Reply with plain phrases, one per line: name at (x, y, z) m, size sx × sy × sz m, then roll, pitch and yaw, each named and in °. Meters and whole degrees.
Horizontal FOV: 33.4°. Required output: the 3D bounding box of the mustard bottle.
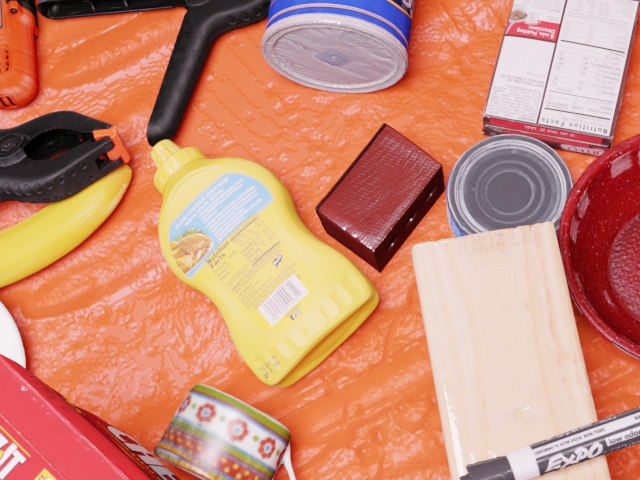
mustard bottle at (-0.055, 0.001, 0.728) m, size 0.096 × 0.058 × 0.192 m, roll -44°, pitch 70°, yaw 6°

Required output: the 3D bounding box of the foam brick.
foam brick at (0.042, -0.028, 0.726) m, size 0.051 × 0.053 × 0.078 m, roll 36°, pitch 81°, yaw 18°

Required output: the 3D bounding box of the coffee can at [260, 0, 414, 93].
coffee can at (0.019, -0.190, 0.758) m, size 0.103 × 0.103 × 0.140 m, roll 5°, pitch 72°, yaw 11°

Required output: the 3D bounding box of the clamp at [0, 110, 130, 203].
clamp at (-0.224, -0.063, 0.775) m, size 0.171 × 0.039 × 0.120 m, roll -14°, pitch 55°, yaw 3°

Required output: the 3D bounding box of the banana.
banana at (-0.226, -0.001, 0.768) m, size 0.198 × 0.037 × 0.069 m, roll -17°, pitch 70°, yaw 3°

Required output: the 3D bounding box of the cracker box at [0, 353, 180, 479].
cracker box at (-0.112, 0.158, 0.602) m, size 0.164 × 0.213 × 0.072 m, roll 38°, pitch 79°, yaw 18°

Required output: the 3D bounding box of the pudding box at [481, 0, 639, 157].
pudding box at (0.168, -0.120, 0.745) m, size 0.090 × 0.039 × 0.113 m, roll 13°, pitch 76°, yaw 12°

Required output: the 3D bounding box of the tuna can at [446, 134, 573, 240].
tuna can at (0.128, -0.028, 0.722) m, size 0.086 × 0.033 × 0.086 m, roll -3°, pitch 71°, yaw 8°

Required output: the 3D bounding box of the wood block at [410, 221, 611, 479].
wood block at (0.117, 0.105, 0.649) m, size 0.090 × 0.091 × 0.206 m, roll -10°, pitch 71°, yaw 5°

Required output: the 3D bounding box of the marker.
marker at (0.134, 0.114, 0.583) m, size 0.121 × 0.020 × 0.020 m, roll -19°, pitch 70°, yaw 2°

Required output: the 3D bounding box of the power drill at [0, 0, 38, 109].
power drill at (-0.313, -0.177, 0.831) m, size 0.187 × 0.057 × 0.184 m, roll -11°, pitch 70°, yaw 5°

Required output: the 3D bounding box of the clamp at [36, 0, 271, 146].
clamp at (-0.103, -0.189, 0.812) m, size 0.165 × 0.036 × 0.210 m, roll 42°, pitch 80°, yaw 19°
